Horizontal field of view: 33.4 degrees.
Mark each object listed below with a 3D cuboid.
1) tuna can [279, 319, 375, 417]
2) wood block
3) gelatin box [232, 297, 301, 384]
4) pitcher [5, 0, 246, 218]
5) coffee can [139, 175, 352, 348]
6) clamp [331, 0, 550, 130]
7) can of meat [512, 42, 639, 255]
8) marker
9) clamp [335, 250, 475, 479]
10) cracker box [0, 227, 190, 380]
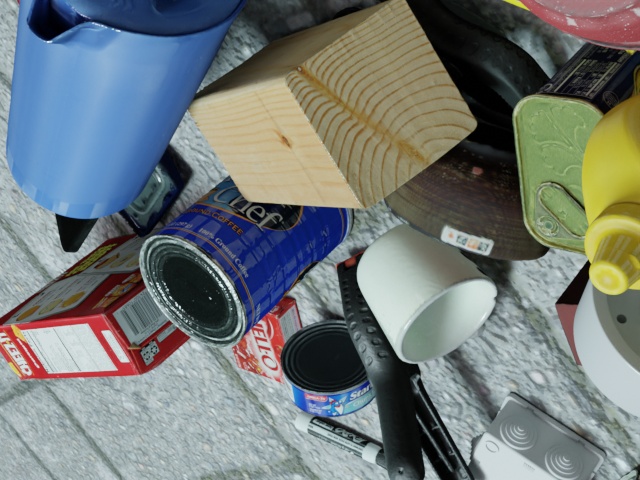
[{"bbox_3d":[0.010,0.109,0.906,0.086,0.086,0.034,20,137,30],"label":"tuna can"},{"bbox_3d":[-0.004,-0.082,0.688,0.091,0.090,0.206,57,163,-15],"label":"wood block"},{"bbox_3d":[-0.052,0.088,0.991,0.073,0.030,0.089,14,132,35],"label":"gelatin box"},{"bbox_3d":[-0.135,-0.122,0.714,0.243,0.149,0.145,127,140,-54],"label":"pitcher"},{"bbox_3d":[-0.055,0.001,0.827,0.103,0.140,0.103,25,138,26],"label":"coffee can"},{"bbox_3d":[0.077,-0.121,0.651,0.171,0.039,0.120,30,173,12],"label":"clamp"},{"bbox_3d":[0.159,-0.057,0.619,0.058,0.083,0.102,13,131,35],"label":"can of meat"},{"bbox_3d":[0.029,0.193,1.017,0.121,0.020,0.020,20,135,30],"label":"marker"},{"bbox_3d":[0.062,0.108,0.830,0.164,0.036,0.210,43,-156,-57],"label":"clamp"},{"bbox_3d":[-0.180,0.056,0.976,0.214,0.164,0.072,-10,114,47],"label":"cracker box"}]
